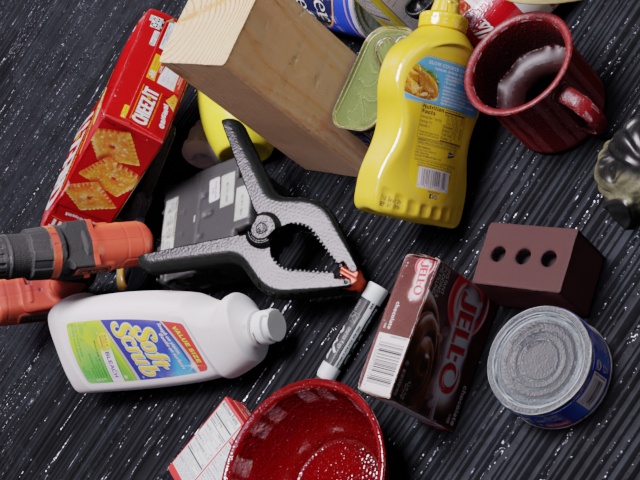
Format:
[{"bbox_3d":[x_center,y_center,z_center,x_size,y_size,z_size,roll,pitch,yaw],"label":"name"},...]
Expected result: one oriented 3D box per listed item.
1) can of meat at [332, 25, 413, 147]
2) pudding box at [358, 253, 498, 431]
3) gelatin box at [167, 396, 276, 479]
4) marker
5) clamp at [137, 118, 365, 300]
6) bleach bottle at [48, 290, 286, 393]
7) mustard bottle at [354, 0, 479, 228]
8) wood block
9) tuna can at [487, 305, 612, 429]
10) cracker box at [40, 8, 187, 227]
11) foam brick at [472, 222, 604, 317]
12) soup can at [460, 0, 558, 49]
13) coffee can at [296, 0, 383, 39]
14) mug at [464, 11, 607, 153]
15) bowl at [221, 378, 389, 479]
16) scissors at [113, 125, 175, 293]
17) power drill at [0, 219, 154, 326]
[{"bbox_3d":[0.069,-0.124,0.946,0.058,0.083,0.102,14,76,44],"label":"can of meat"},{"bbox_3d":[0.084,0.078,0.814,0.039,0.089,0.113,12,75,46],"label":"pudding box"},{"bbox_3d":[-0.085,0.194,0.936,0.089,0.030,0.073,-50,43,6],"label":"gelatin box"},{"bbox_3d":[0.020,0.091,0.912,0.020,0.020,0.121,28,86,46],"label":"marker"},{"bbox_3d":[-0.056,0.001,0.954,0.210,0.036,0.164,34,86,26],"label":"clamp"},{"bbox_3d":[-0.142,0.086,1.004,0.251,0.068,0.102,-11,101,35],"label":"bleach bottle"},{"bbox_3d":[0.088,-0.111,0.880,0.058,0.096,0.191,12,91,57],"label":"mustard bottle"},{"bbox_3d":[-0.029,-0.143,0.954,0.091,0.205,0.090,13,75,45],"label":"wood block"},{"bbox_3d":[0.165,0.091,0.776,0.086,0.033,0.086,-21,54,31],"label":"tuna can"},{"bbox_3d":[-0.209,-0.113,1.110,0.214,0.072,0.164,-45,24,47],"label":"cracker box"},{"bbox_3d":[0.164,0.021,0.804,0.078,0.051,0.053,5,69,42],"label":"foam brick"},{"bbox_3d":[0.162,-0.206,0.925,0.102,0.068,0.068,-45,45,10],"label":"soup can"},{"bbox_3d":[0.025,-0.254,1.046,0.141,0.102,0.103,26,84,46],"label":"coffee can"},{"bbox_3d":[0.182,-0.117,0.846,0.093,0.081,0.117,-54,44,3],"label":"mug"},{"bbox_3d":[-0.002,0.194,0.846,0.162,0.055,0.162,-21,54,31],"label":"bowl"},{"bbox_3d":[-0.183,-0.020,1.105,0.202,0.016,0.096,-47,53,41],"label":"scissors"},{"bbox_3d":[-0.281,0.035,1.079,0.188,0.184,0.057,-33,67,54],"label":"power drill"}]
